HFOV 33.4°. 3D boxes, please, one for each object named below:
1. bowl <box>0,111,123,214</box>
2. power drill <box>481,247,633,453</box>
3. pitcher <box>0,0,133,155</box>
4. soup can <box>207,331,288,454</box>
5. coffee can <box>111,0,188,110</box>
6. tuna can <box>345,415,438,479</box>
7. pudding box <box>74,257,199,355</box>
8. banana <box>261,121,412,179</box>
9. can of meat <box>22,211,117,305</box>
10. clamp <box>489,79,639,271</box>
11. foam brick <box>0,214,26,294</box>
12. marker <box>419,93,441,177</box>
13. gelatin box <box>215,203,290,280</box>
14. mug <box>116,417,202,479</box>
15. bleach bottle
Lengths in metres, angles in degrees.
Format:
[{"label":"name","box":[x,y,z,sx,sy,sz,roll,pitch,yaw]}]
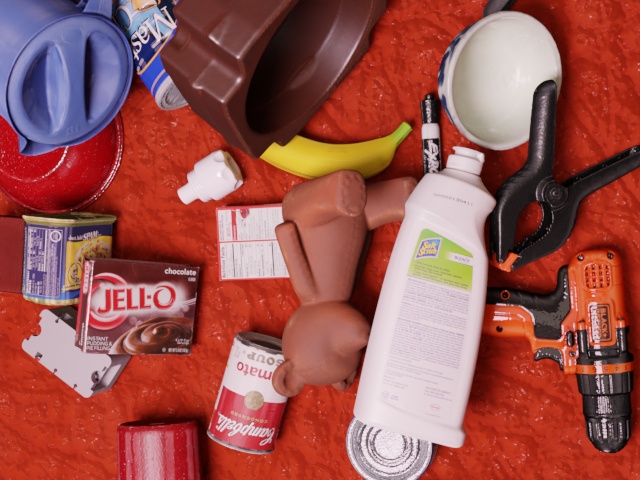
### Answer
[{"label":"bowl","box":[-0.285,-0.105,1.089,0.162,0.055,0.162,0,91,14]},{"label":"power drill","box":[0.188,0.103,0.975,0.188,0.057,0.184,-4,87,11]},{"label":"pitcher","box":[-0.294,-0.207,1.020,0.149,0.145,0.243,-38,54,-22]},{"label":"soup can","box":[-0.064,0.146,1.034,0.068,0.068,0.102,17,95,13]},{"label":"coffee can","box":[-0.151,-0.212,1.027,0.103,0.102,0.140,-37,83,12]},{"label":"tuna can","box":[0.068,0.191,1.018,0.086,0.033,0.086,0,92,14]},{"label":"pudding box","box":[-0.180,0.065,1.045,0.113,0.039,0.090,4,95,-30]},{"label":"banana","box":[-0.013,-0.095,1.032,0.198,0.037,0.069,12,77,12]},{"label":"can of meat","box":[-0.249,0.016,1.060,0.058,0.102,0.084,6,96,23]},{"label":"clamp","box":[0.214,-0.044,0.954,0.120,0.039,0.171,24,95,-6]},{"label":"foam brick","box":[-0.314,0.013,1.101,0.051,0.053,0.078,3,91,14]},{"label":"marker","box":[0.105,-0.078,1.009,0.020,0.020,0.121,-2,91,14]},{"label":"gelatin box","box":[-0.057,0.001,1.047,0.089,0.030,0.073,-3,92,15]},{"label":"mug","box":[-0.166,0.220,1.059,0.117,0.093,0.081,-8,84,50]},{"label":"bleach bottle","box":[0.106,0.045,0.930,0.102,0.068,0.251,15,89,-5]}]
